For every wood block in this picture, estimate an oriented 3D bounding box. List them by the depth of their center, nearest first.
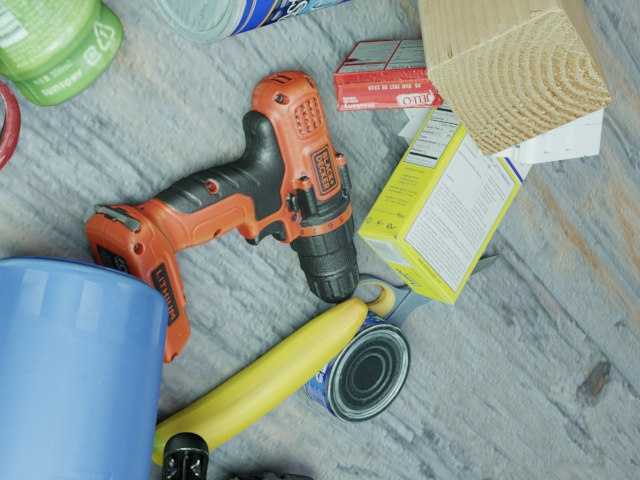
[{"bbox_3d":[0.121,-0.170,0.721,0.090,0.091,0.206,46,31,-40],"label":"wood block"}]

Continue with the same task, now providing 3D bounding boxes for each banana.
[{"bbox_3d":[-0.048,0.107,0.755,0.197,0.070,0.037,-33,82,-23],"label":"banana"}]

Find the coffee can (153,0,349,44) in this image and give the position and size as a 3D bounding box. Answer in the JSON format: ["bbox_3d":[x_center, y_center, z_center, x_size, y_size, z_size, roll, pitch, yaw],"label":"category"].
[{"bbox_3d":[-0.027,-0.186,0.652,0.140,0.103,0.103,-25,119,-35],"label":"coffee can"}]

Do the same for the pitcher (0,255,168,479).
[{"bbox_3d":[-0.159,0.133,0.550,0.149,0.145,0.243,68,28,-71],"label":"pitcher"}]

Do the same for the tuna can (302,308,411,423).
[{"bbox_3d":[0.029,0.097,0.823,0.085,0.034,0.086,-16,118,-33],"label":"tuna can"}]

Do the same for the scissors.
[{"bbox_3d":[0.076,0.063,0.888,0.201,0.016,0.096,-3,108,-41],"label":"scissors"}]

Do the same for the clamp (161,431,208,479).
[{"bbox_3d":[-0.088,0.179,0.662,0.036,0.210,0.164,5,95,-7],"label":"clamp"}]

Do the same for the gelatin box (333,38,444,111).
[{"bbox_3d":[0.054,-0.116,0.745,0.089,0.073,0.030,-62,148,-61],"label":"gelatin box"}]

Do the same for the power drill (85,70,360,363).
[{"bbox_3d":[-0.055,0.001,0.723,0.187,0.057,0.184,-36,125,-31],"label":"power drill"}]

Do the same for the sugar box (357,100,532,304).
[{"bbox_3d":[0.106,-0.051,0.799,0.093,0.048,0.176,45,69,-42],"label":"sugar box"}]
